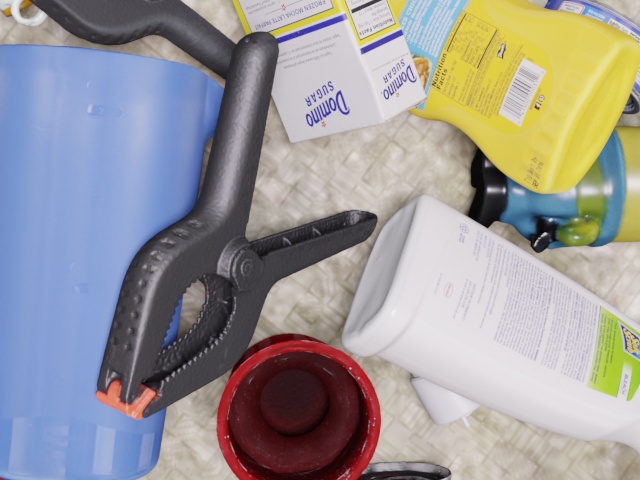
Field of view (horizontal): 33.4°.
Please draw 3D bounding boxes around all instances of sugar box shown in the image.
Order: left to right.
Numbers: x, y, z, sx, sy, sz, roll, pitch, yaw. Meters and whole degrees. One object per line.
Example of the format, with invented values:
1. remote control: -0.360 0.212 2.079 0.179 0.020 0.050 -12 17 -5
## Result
1. sugar box: -0.010 -0.149 0.620 0.048 0.094 0.176 -34 108 -34

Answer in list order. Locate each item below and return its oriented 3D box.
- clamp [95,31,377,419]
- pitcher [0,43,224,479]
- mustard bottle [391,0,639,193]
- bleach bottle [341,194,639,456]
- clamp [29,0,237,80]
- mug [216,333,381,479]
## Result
1. clamp: -0.054 0.001 0.585 0.209 0.036 0.164 -50 133 -27
2. pitcher: -0.147 0.011 0.616 0.149 0.144 0.243 7 92 38
3. mustard bottle: 0.085 -0.112 0.625 0.192 0.058 0.096 38 118 33
4. bleach bottle: 0.141 0.074 0.636 0.250 0.068 0.102 30 59 -13
5. clamp: -0.100 -0.144 0.632 0.171 0.039 0.120 -13 89 -33
6. mug: -0.014 0.112 0.637 0.093 0.081 0.117 -9 94 -5
